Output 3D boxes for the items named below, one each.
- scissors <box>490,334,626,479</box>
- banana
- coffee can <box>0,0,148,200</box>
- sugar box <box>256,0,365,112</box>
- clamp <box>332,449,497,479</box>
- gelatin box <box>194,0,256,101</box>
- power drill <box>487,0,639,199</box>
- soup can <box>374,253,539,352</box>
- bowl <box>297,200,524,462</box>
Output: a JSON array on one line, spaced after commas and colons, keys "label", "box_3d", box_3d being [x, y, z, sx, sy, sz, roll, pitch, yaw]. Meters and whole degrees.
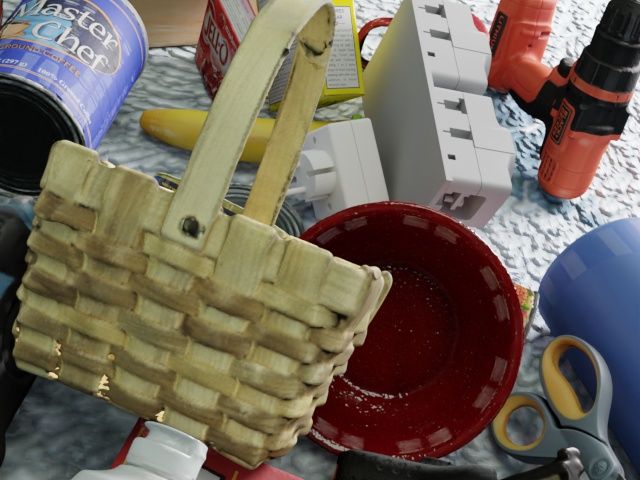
[{"label": "scissors", "box_3d": [0.152, 0.141, 0.635, 0.016, 0.096, 0.201, 36, 31, -29]}, {"label": "banana", "box_3d": [-0.040, -0.081, 0.839, 0.197, 0.037, 0.070, 0, 16, -27]}, {"label": "coffee can", "box_3d": [-0.191, -0.111, 0.755, 0.103, 0.103, 0.140, 19, 41, -3]}, {"label": "sugar box", "box_3d": [-0.013, -0.196, 0.856, 0.048, 0.093, 0.176, -4, 90, -32]}, {"label": "clamp", "box_3d": [0.060, 0.133, 0.562, 0.120, 0.172, 0.039, 39, 61, -41]}, {"label": "gelatin box", "box_3d": [-0.074, -0.154, 0.871, 0.030, 0.073, 0.089, -3, 47, -25]}, {"label": "power drill", "box_3d": [0.207, -0.156, 0.921, 0.057, 0.185, 0.188, 4, 34, -19]}, {"label": "soup can", "box_3d": [0.088, 0.046, 0.729, 0.102, 0.069, 0.068, 23, 41, 3]}, {"label": "bowl", "box_3d": [0.043, 0.057, 0.669, 0.162, 0.162, 0.055, 25, 1, 4]}]
